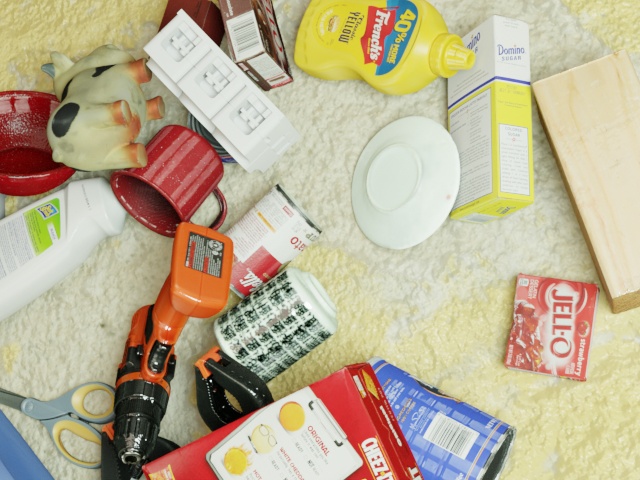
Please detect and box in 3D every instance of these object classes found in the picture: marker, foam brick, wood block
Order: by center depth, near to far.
[{"bbox_3d":[0.267,-0.050,0.950,0.090,0.090,0.206,-20,72,12],"label":"wood block"},{"bbox_3d":[-0.204,0.264,1.067,0.020,0.020,0.121,27,87,21],"label":"marker"},{"bbox_3d":[-0.140,-0.216,1.141,0.053,0.051,0.078,16,83,19],"label":"foam brick"}]

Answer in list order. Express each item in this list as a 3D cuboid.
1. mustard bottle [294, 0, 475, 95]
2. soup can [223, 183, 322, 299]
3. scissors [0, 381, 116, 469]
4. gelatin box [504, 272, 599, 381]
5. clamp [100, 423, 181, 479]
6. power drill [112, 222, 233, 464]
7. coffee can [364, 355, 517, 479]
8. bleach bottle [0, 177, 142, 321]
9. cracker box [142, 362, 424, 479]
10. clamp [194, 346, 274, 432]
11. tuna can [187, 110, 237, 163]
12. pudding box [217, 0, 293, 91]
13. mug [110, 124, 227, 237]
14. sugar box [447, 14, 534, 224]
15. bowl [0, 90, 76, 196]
[{"bbox_3d":[0.067,-0.192,1.039,0.192,0.058,0.096,20,85,37],"label":"mustard bottle"},{"bbox_3d":[-0.057,0.001,1.055,0.102,0.068,0.068,-43,69,4],"label":"soup can"},{"bbox_3d":[-0.287,0.162,1.119,0.202,0.016,0.096,32,87,22],"label":"scissors"},{"bbox_3d":[0.211,0.078,0.970,0.073,0.030,0.089,8,80,19],"label":"gelatin box"},{"bbox_3d":[-0.155,0.265,1.012,0.164,0.036,0.210,-46,62,-1],"label":"clamp"},{"bbox_3d":[-0.142,0.090,0.987,0.188,0.057,0.184,-57,23,36],"label":"power drill"},{"bbox_3d":[0.088,0.179,0.948,0.140,0.102,0.103,26,86,21],"label":"coffee can"},{"bbox_3d":[-0.299,0.012,1.133,0.251,0.068,0.102,-28,66,8],"label":"bleach bottle"},{"bbox_3d":[-0.023,0.220,0.899,0.214,0.072,0.164,-28,79,19],"label":"cracker box"},{"bbox_3d":[-0.069,0.183,0.993,0.120,0.039,0.171,-36,89,29],"label":"clamp"},{"bbox_3d":[-0.093,-0.125,1.113,0.086,0.033,0.086,-4,76,17],"label":"tuna can"},{"bbox_3d":[-0.070,-0.222,1.099,0.039,0.090,0.113,-17,73,15],"label":"pudding box"},{"bbox_3d":[-0.143,-0.055,1.082,0.117,0.093,0.081,42,61,-11],"label":"mug"},{"bbox_3d":[0.158,-0.111,0.998,0.048,0.093,0.176,8,76,-21],"label":"sugar box"},{"bbox_3d":[-0.320,-0.096,1.143,0.162,0.055,0.162,6,40,-5],"label":"bowl"}]
